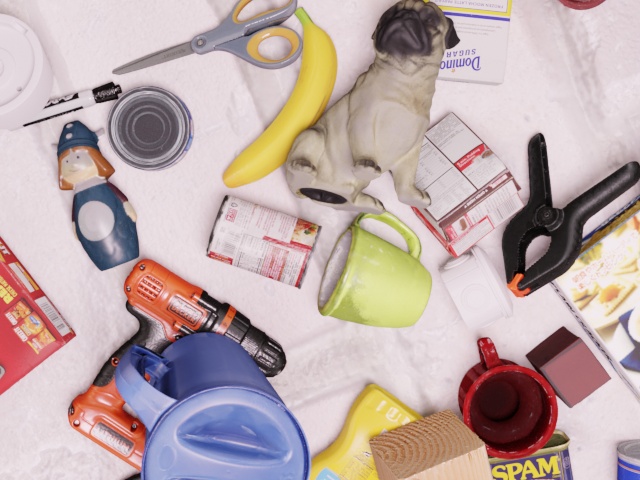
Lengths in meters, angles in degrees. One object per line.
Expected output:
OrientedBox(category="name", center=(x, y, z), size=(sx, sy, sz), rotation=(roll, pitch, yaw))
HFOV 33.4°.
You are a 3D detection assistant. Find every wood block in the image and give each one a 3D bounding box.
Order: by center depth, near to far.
OrientedBox(category="wood block", center=(0.124, 0.284, 1.041), size=(0.090, 0.090, 0.206), rotation=(-19, 109, -12))

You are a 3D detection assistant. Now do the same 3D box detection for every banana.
OrientedBox(category="banana", center=(-0.031, -0.133, 1.079), size=(0.070, 0.037, 0.198), rotation=(25, 90, 28))

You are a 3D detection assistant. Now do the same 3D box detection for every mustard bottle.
OrientedBox(category="mustard bottle", center=(0.033, 0.248, 1.087), size=(0.096, 0.058, 0.191), rotation=(36, 92, -8))

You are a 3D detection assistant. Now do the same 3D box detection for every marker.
OrientedBox(category="marker", center=(-0.260, -0.137, 1.082), size=(0.121, 0.020, 0.020), rotation=(-17, 93, 0))

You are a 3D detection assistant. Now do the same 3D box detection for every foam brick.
OrientedBox(category="foam brick", center=(0.248, 0.127, 1.074), size=(0.053, 0.078, 0.051), rotation=(-38, 94, 3))

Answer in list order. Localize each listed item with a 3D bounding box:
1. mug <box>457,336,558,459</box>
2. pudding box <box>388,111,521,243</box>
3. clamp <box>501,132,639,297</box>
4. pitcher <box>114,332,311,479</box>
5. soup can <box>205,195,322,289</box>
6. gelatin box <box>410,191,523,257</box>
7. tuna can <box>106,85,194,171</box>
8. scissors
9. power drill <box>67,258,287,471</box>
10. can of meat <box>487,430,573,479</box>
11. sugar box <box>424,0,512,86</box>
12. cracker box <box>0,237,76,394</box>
OrientedBox(category="mug", center=(0.179, 0.153, 1.072), size=(0.093, 0.081, 0.117), rotation=(-20, 93, 0))
OrientedBox(category="pudding box", center=(0.128, -0.064, 1.050), size=(0.090, 0.114, 0.039), rotation=(-38, 135, 2))
OrientedBox(category="clamp", center=(0.238, -0.021, 1.045), size=(0.120, 0.039, 0.171), rotation=(11, 77, 40))
OrientedBox(category="pitcher", center=(-0.101, 0.152, 0.936), size=(0.145, 0.243, 0.149), rotation=(-6, 100, -10))
OrientedBox(category="soup can", center=(-0.057, 0.001, 1.067), size=(0.102, 0.068, 0.068), rotation=(19, 93, -1))
OrientedBox(category="gelatin box", center=(0.145, -0.036, 1.066), size=(0.089, 0.073, 0.030), rotation=(-38, 138, 1))
OrientedBox(category="tuna can", center=(-0.172, -0.113, 1.077), size=(0.086, 0.034, 0.086), rotation=(0, 93, -1))
OrientedBox(category="scissors", center=(-0.104, -0.185, 1.071), size=(0.202, 0.016, 0.096), rotation=(-31, 74, 2))
OrientedBox(category="power drill", center=(-0.151, 0.137, 1.081), size=(0.184, 0.057, 0.187), rotation=(34, 91, -6))
OrientedBox(category="can of meat", center=(0.209, 0.248, 1.091), size=(0.102, 0.057, 0.084), rotation=(-10, 96, 0))
OrientedBox(category="sugar box", center=(0.145, -0.247, 1.068), size=(0.093, 0.048, 0.176), rotation=(6, 97, -1))
OrientedBox(category="cracker box", center=(-0.379, 0.099, 1.068), size=(0.214, 0.072, 0.164), rotation=(-38, 92, 2))
